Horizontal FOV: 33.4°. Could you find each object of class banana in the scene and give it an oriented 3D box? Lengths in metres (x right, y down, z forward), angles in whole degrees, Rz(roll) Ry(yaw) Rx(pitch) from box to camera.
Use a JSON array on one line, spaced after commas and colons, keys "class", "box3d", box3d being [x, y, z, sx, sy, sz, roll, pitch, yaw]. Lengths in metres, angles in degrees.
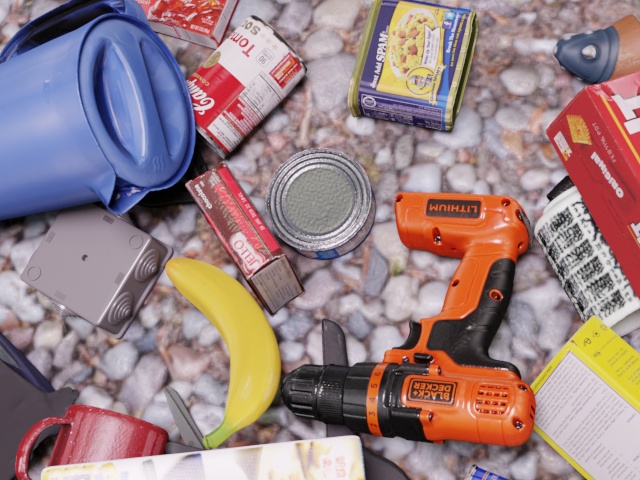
[{"class": "banana", "box3d": [-0.070, 0.071, 0.809, 0.069, 0.037, 0.198, -4, 38, -15]}]

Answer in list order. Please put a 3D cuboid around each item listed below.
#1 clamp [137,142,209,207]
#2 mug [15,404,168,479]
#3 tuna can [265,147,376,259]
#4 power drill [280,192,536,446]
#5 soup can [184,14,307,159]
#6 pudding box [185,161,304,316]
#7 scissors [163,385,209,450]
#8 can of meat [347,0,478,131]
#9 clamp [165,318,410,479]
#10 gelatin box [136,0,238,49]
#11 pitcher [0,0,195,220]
[{"class": "clamp", "box3d": [-0.159, -0.089, 0.892, 0.171, 0.039, 0.120, 21, 109, 14]}, {"class": "mug", "box3d": [-0.172, 0.169, 0.800, 0.093, 0.117, 0.081, -9, 61, 53]}, {"class": "tuna can", "box3d": [0.001, -0.029, 0.855, 0.086, 0.033, 0.086, -3, 74, 11]}, {"class": "power drill", "box3d": [0.074, 0.056, 0.780, 0.185, 0.057, 0.187, 4, 62, 21]}, {"class": "soup can", "box3d": [-0.068, -0.126, 0.878, 0.068, 0.068, 0.102, 42, 87, 19]}, {"class": "pudding box", "box3d": [-0.055, 0.001, 0.817, 0.039, 0.113, 0.090, -33, 71, -2]}, {"class": "scissors", "box3d": [-0.055, 0.196, 0.814, 0.096, 0.016, 0.202, -17, 73, 5]}, {"class": "can of meat", "box3d": [0.076, -0.143, 0.859, 0.084, 0.057, 0.102, 12, 78, 12]}, {"class": "clamp", "box3d": [0.012, 0.170, 0.793, 0.210, 0.036, 0.164, 42, 75, 14]}, {"class": "gelatin box", "box3d": [-0.118, -0.215, 0.933, 0.089, 0.030, 0.073, 18, 79, 16]}, {"class": "pitcher", "box3d": [-0.229, -0.091, 0.838, 0.243, 0.149, 0.145, -12, 114, 29]}]
